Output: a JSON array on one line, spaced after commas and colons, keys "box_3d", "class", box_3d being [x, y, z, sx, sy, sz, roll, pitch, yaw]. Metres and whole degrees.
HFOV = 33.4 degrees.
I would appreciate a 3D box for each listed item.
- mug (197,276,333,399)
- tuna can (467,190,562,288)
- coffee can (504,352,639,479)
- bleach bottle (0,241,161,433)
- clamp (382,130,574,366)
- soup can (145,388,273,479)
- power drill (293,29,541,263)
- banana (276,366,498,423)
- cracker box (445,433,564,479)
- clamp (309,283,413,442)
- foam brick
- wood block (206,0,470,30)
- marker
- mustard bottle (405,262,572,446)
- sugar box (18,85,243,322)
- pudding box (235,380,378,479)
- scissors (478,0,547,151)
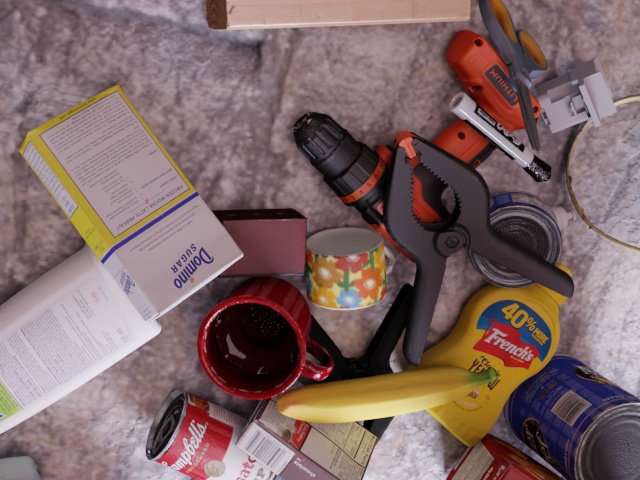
[{"box_3d": [-0.042, 0.085, 0.927, 0.117, 0.081, 0.093, 24, 107, 1], "class": "mug"}, {"box_3d": [0.176, 0.000, 0.972, 0.086, 0.033, 0.086, 2, 114, 3], "class": "tuna can"}, {"box_3d": [0.253, 0.178, 1.021, 0.102, 0.140, 0.103, -4, 103, -16], "class": "coffee can"}, {"box_3d": [-0.264, 0.101, 0.894, 0.250, 0.068, 0.102, -32, 106, -4], "class": "bleach bottle"}, {"box_3d": [0.106, 0.005, 0.935, 0.164, 0.036, 0.210, -32, 108, 7], "class": "clamp"}, {"box_3d": [-0.096, 0.184, 0.959, 0.102, 0.069, 0.068, 29, 93, -21], "class": "soup can"}, {"box_3d": [0.090, -0.096, 0.955, 0.187, 0.057, 0.184, -46, 115, 1], "class": "power drill"}, {"box_3d": [0.055, 0.135, 0.951, 0.197, 0.070, 0.037, -9, 63, -11], "class": "banana"}, {"box_3d": [0.206, 0.253, 0.963, 0.164, 0.213, 0.072, 34, 89, 3], "class": "cracker box"}, {"box_3d": [0.024, 0.119, 0.996, 0.120, 0.039, 0.171, 5, 103, 0], "class": "clamp"}, {"box_3d": [-0.056, 0.001, 0.936, 0.078, 0.053, 0.051, -2, 103, -17], "class": "foam brick"}, {"box_3d": [0.013, -0.223, 0.884, 0.205, 0.090, 0.091, -5, 103, -15], "class": "wood block"}, {"box_3d": [0.160, -0.088, 0.937, 0.121, 0.020, 0.020, 35, 91, -25], "class": "marker"}, {"box_3d": [0.172, 0.097, 1.022, 0.096, 0.058, 0.191, 42, 88, -11], "class": "mustard bottle"}, {"box_3d": [-0.152, -0.030, 0.862, 0.093, 0.048, 0.176, -36, 93, -30], "class": "sugar box"}, {"box_3d": [-0.010, 0.179, 0.952, 0.113, 0.090, 0.039, 37, 117, -2], "class": "pudding box"}, {"box_3d": [0.181, -0.135, 0.922, 0.016, 0.202, 0.096, -35, 139, 29], "class": "scissors"}]
